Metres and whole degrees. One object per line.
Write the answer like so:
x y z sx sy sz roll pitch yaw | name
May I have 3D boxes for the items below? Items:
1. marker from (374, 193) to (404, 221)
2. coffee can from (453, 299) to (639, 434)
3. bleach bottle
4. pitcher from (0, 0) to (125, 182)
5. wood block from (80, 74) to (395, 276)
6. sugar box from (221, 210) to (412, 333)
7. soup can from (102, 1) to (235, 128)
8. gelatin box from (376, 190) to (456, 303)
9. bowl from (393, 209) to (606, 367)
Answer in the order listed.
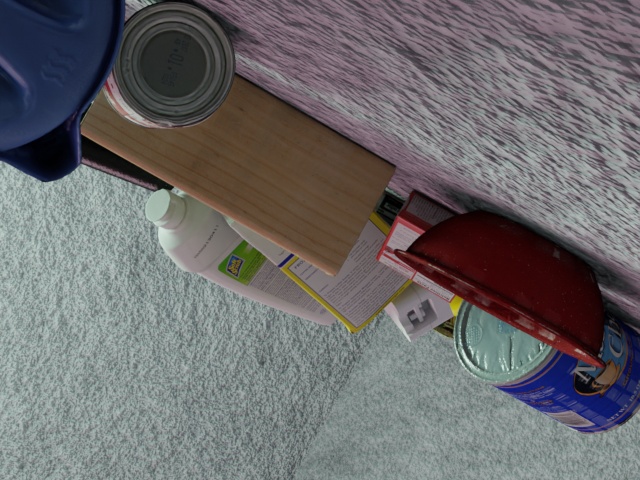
0.093 -0.012 0.950 0.121 0.020 0.020 29 179 1 | marker
0.190 0.089 0.867 0.140 0.103 0.103 30 178 -39 | coffee can
-0.056 0.001 0.975 0.068 0.102 0.250 35 -175 41 | bleach bottle
-0.171 -0.123 0.538 0.145 0.149 0.243 14 -175 -13 | pitcher
-0.060 -0.064 0.779 0.206 0.090 0.091 29 180 -6 | wood block
0.004 -0.004 0.915 0.176 0.093 0.048 44 -176 -32 | sugar box
-0.089 -0.097 0.608 0.068 0.068 0.102 30 178 -15 | soup can
0.090 0.006 0.853 0.073 0.030 0.089 30 154 5 | gelatin box
0.132 0.024 0.728 0.162 0.055 0.162 30 178 1 | bowl
